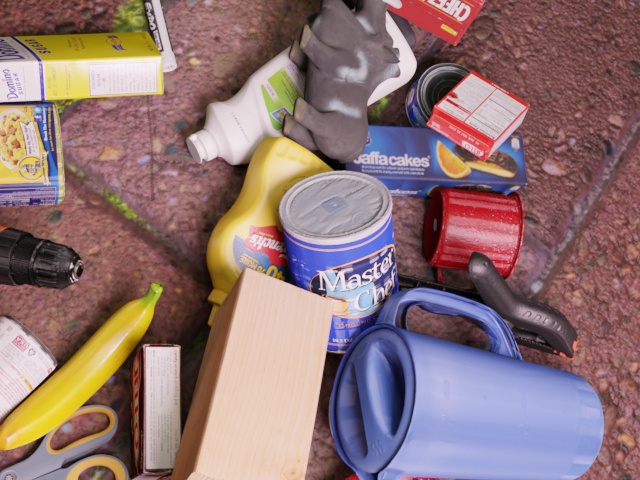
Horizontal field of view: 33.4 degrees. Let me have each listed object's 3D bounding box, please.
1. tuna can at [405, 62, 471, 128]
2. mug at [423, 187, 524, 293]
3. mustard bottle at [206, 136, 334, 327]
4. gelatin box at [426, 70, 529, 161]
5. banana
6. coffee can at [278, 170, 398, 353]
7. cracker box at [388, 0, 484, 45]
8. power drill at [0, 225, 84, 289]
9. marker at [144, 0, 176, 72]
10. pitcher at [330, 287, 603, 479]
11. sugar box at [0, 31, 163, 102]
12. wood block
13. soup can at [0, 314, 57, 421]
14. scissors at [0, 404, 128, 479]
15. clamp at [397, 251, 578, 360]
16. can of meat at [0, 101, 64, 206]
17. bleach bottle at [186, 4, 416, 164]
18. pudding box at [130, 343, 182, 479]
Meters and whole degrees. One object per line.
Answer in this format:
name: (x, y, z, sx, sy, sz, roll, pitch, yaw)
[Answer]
tuna can: (0.137, -0.148, 1.155, 0.086, 0.034, 0.086, 4, 72, -14)
mug: (0.151, 0.002, 1.091, 0.081, 0.093, 0.117, 8, 108, -8)
mustard bottle: (-0.057, 0.001, 1.033, 0.096, 0.058, 0.191, 36, 76, -34)
gelatin box: (0.162, -0.128, 1.098, 0.073, 0.030, 0.089, 34, 48, 14)
banana: (-0.215, 0.115, 0.960, 0.037, 0.069, 0.197, 34, 67, 17)
coffee can: (0.020, 0.021, 0.996, 0.103, 0.140, 0.103, -5, 39, 4)
cracker box: (0.111, -0.330, 1.151, 0.164, 0.072, 0.213, 27, 48, -6)
power drill: (-0.315, 0.063, 0.911, 0.185, 0.057, 0.187, 9, 53, 17)
marker: (-0.171, -0.233, 1.106, 0.020, 0.020, 0.121, -10, 76, -18)
pitcher: (0.142, 0.150, 0.989, 0.242, 0.149, 0.145, 13, 32, -30)
sugar box: (-0.246, -0.168, 1.026, 0.176, 0.093, 0.048, -4, 116, -18)
wood block: (-0.058, 0.138, 0.908, 0.090, 0.090, 0.206, 22, 47, -12)
soup can: (-0.291, 0.123, 0.938, 0.068, 0.069, 0.102, 43, 67, 1)
scissors: (-0.258, 0.223, 0.944, 0.201, 0.016, 0.096, -34, 84, -21)
clamp: (0.168, 0.068, 1.063, 0.209, 0.165, 0.036, 29, 69, -30)
can of meat: (-0.288, -0.082, 1.008, 0.083, 0.057, 0.102, -3, 74, -18)
bleach bottle: (-0.028, -0.155, 1.099, 0.250, 0.068, 0.102, -30, 83, -19)
pudding box: (-0.148, 0.155, 0.954, 0.039, 0.090, 0.113, 0, 74, -16)
